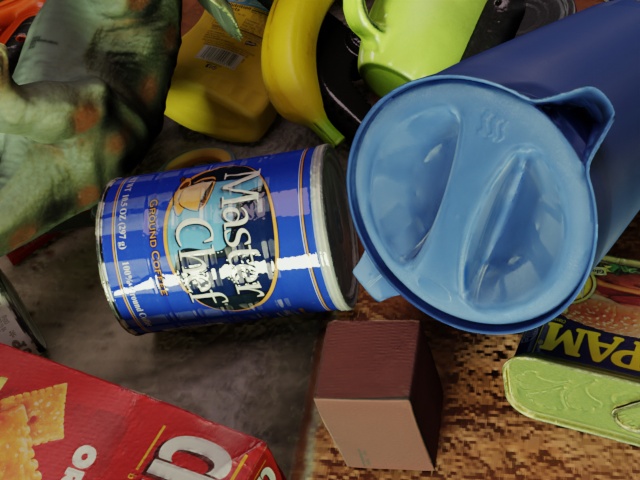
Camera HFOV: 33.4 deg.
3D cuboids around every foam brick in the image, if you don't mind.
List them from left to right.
[{"bbox_3d":[0.033,0.084,0.581,0.053,0.078,0.051,-1,51,17],"label":"foam brick"}]

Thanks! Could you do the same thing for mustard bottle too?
[{"bbox_3d":[-0.049,-0.165,0.838,0.096,0.058,0.191,19,57,16],"label":"mustard bottle"}]

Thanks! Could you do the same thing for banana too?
[{"bbox_3d":[-0.002,-0.154,0.748,0.037,0.069,0.197,-31,41,54],"label":"banana"}]

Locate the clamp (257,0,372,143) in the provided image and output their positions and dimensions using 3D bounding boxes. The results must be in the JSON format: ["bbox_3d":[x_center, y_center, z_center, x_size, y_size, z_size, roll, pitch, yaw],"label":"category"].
[{"bbox_3d":[0.021,-0.142,0.782,0.164,0.036,0.210,0,58,-11],"label":"clamp"}]

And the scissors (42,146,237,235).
[{"bbox_3d":[-0.142,-0.031,0.765,0.202,0.016,0.096,-1,43,6],"label":"scissors"}]

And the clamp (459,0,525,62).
[{"bbox_3d":[0.093,-0.066,0.695,0.039,0.120,0.171,35,88,38],"label":"clamp"}]

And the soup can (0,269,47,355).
[{"bbox_3d":[-0.239,0.069,0.691,0.102,0.068,0.069,-31,48,-10],"label":"soup can"}]

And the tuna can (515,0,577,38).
[{"bbox_3d":[0.146,-0.153,0.782,0.086,0.033,0.086,-9,48,10],"label":"tuna can"}]

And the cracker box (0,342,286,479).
[{"bbox_3d":[-0.148,0.157,0.581,0.214,0.072,0.164,14,56,27],"label":"cracker box"}]

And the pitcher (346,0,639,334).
[{"bbox_3d":[0.125,-0.052,0.601,0.149,0.145,0.242,13,29,32],"label":"pitcher"}]

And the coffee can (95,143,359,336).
[{"bbox_3d":[-0.054,0.001,0.666,0.140,0.103,0.103,-8,48,12],"label":"coffee can"}]
